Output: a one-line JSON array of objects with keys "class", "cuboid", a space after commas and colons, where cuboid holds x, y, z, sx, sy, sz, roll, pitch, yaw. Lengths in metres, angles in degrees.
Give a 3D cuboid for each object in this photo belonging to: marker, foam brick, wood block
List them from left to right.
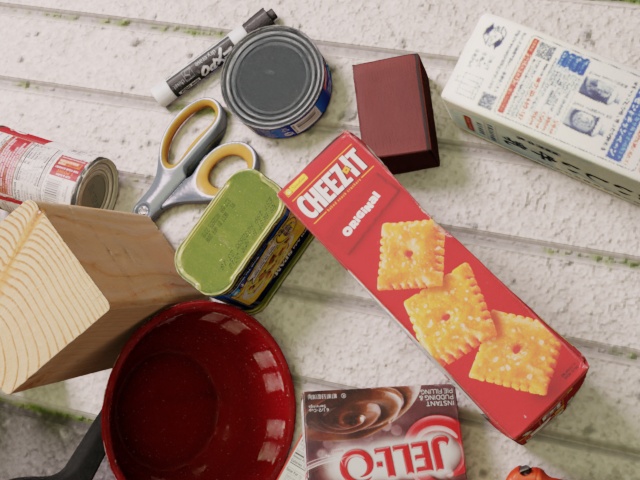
[{"class": "wood block", "cuboid": [-0.167, 0.036, 0.756, 0.091, 0.206, 0.090, -39, 82, 8]}, {"class": "marker", "cuboid": [-0.086, -0.152, 0.877, 0.121, 0.020, 0.020, -35, 73, 6]}, {"class": "foam brick", "cuboid": [0.058, -0.094, 0.811, 0.051, 0.053, 0.078, -9, 76, 13]}]

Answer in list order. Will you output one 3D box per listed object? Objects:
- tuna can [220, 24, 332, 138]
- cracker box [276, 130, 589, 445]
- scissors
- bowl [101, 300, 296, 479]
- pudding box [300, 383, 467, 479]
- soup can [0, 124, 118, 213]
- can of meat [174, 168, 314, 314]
[{"class": "tuna can", "cuboid": [-0.034, -0.125, 0.851, 0.086, 0.033, 0.086, -3, 79, 14]}, {"class": "cracker box", "cuboid": [0.082, 0.037, 0.720, 0.072, 0.164, 0.214, -44, 72, 1]}, {"class": "scissors", "cuboid": [-0.123, -0.020, 0.863, 0.096, 0.016, 0.202, 29, 88, 18]}, {"class": "bowl", "cuboid": [-0.097, 0.125, 0.779, 0.055, 0.161, 0.162, -7, 74, 52]}, {"class": "pudding box", "cuboid": [0.044, 0.151, 0.749, 0.113, 0.039, 0.090, -4, 59, -1]}, {"class": "soup can", "cuboid": [-0.225, -0.049, 0.868, 0.102, 0.068, 0.068, 17, 84, 17]}, {"class": "can of meat", "cuboid": [-0.055, 0.001, 0.805, 0.057, 0.084, 0.102, 35, 90, 18]}]
